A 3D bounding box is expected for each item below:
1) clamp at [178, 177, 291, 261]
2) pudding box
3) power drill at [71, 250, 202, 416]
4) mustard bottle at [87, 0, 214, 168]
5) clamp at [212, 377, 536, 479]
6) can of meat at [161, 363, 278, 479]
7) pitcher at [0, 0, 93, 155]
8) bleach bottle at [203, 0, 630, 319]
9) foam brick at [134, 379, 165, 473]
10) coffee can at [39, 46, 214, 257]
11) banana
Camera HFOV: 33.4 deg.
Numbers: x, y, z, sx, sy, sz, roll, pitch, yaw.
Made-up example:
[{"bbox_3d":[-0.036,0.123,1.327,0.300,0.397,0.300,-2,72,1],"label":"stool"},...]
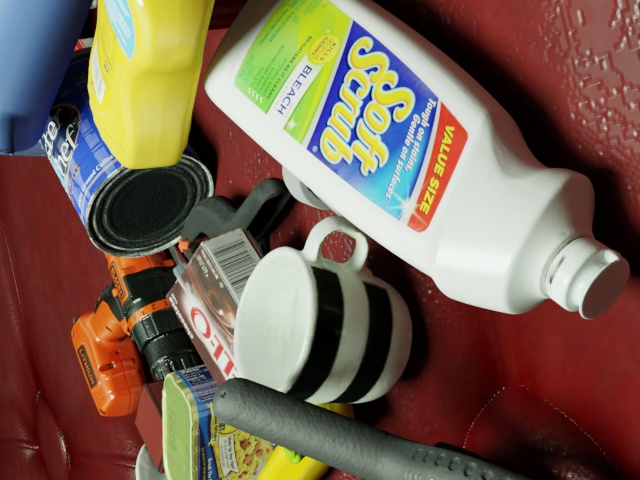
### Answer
[{"bbox_3d":[-0.055,0.001,0.743,0.172,0.039,0.120,25,123,51],"label":"clamp"},{"bbox_3d":[-0.049,0.060,0.694,0.113,0.039,0.090,60,147,13],"label":"pudding box"},{"bbox_3d":[-0.164,0.087,0.953,0.188,0.057,0.184,-54,52,50],"label":"power drill"},{"bbox_3d":[-0.086,-0.125,0.549,0.192,0.058,0.096,115,146,-58],"label":"mustard bottle"},{"bbox_3d":[0.066,0.123,0.529,0.210,0.164,0.036,10,73,40],"label":"clamp"},{"bbox_3d":[-0.065,0.133,0.764,0.058,0.083,0.102,36,131,51],"label":"can of meat"},{"bbox_3d":[-0.215,-0.192,0.723,0.243,0.149,0.145,-55,7,31],"label":"pitcher"},{"bbox_3d":[0.047,-0.049,0.511,0.251,0.068,0.102,40,96,40],"label":"bleach bottle"},{"bbox_3d":[-0.095,0.136,0.826,0.051,0.078,0.053,55,142,36],"label":"foam brick"},{"bbox_3d":[-0.158,-0.070,0.835,0.140,0.102,0.103,54,143,36],"label":"coffee can"},{"bbox_3d":[-0.013,0.135,0.690,0.037,0.069,0.198,51,157,16],"label":"banana"}]
